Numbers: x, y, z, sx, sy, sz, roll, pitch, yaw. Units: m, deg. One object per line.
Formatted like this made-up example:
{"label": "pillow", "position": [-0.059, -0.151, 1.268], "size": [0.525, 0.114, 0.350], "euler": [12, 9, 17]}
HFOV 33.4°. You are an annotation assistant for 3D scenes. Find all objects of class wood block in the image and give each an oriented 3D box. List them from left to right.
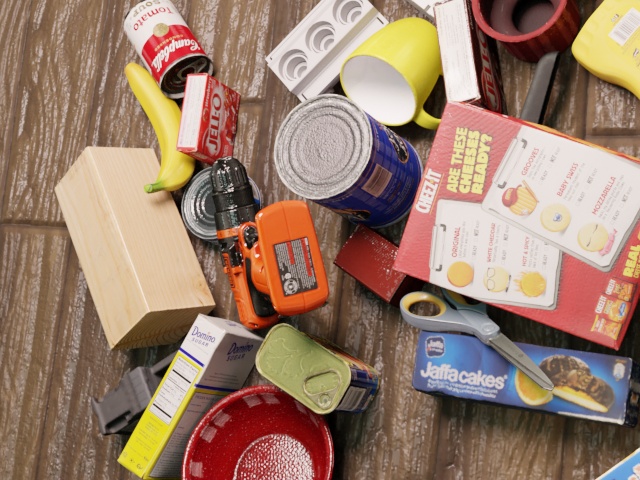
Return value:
{"label": "wood block", "position": [-0.207, 0.006, 1.173], "size": [0.090, 0.090, 0.206], "euler": [-42, 63, 38]}

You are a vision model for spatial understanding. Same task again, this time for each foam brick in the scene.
{"label": "foam brick", "position": [0.062, 0.026, 1.070], "size": [0.078, 0.053, 0.051], "euler": [36, 96, 28]}

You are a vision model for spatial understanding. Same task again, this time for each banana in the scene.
{"label": "banana", "position": [-0.178, -0.124, 1.211], "size": [0.037, 0.069, 0.198], "euler": [-38, 49, 25]}

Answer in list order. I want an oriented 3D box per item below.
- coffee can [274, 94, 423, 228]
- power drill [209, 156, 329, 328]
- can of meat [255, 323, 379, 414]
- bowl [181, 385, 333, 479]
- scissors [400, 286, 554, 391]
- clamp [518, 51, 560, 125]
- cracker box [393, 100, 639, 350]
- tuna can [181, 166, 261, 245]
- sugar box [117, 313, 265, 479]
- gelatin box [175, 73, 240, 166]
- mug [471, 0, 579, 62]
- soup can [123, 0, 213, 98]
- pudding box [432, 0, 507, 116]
{"label": "coffee can", "position": [0.031, -0.075, 1.057], "size": [0.103, 0.140, 0.103], "euler": [-6, 77, 25]}
{"label": "power drill", "position": [-0.057, 0.001, 1.057], "size": [0.057, 0.188, 0.184], "euler": [-16, 95, -17]}
{"label": "can of meat", "position": [0.000, 0.130, 1.061], "size": [0.102, 0.083, 0.057], "euler": [30, 93, 28]}
{"label": "bowl", "position": [-0.056, 0.230, 1.071], "size": [0.162, 0.055, 0.162], "euler": [-9, 62, 16]}
{"label": "scissors", "position": [0.133, 0.086, 0.971], "size": [0.096, 0.016, 0.202], "euler": [-15, 31, -2]}
{"label": "clamp", "position": [0.205, -0.053, 1.023], "size": [0.210, 0.036, 0.165], "euler": [-46, 73, 15]}
{"label": "cracker box", "position": [0.194, -0.018, 0.962], "size": [0.214, 0.072, 0.164], "euler": [20, 101, 12]}
{"label": "tuna can", "position": [-0.110, -0.039, 1.179], "size": [0.086, 0.033, 0.086], "euler": [-6, 77, 25]}
{"label": "sugar box", "position": [-0.132, 0.166, 1.114], "size": [0.048, 0.093, 0.176], "euler": [28, 91, 28]}
{"label": "gelatin box", "position": [-0.123, -0.132, 1.183], "size": [0.030, 0.073, 0.089], "euler": [3, 80, 27]}
{"label": "mug", "position": [0.213, -0.231, 1.034], "size": [0.117, 0.081, 0.093], "euler": [-40, 65, 14]}
{"label": "soup can", "position": [-0.177, -0.224, 1.232], "size": [0.068, 0.068, 0.102], "euler": [-40, 65, 14]}
{"label": "pudding box", "position": [0.148, -0.172, 1.048], "size": [0.039, 0.090, 0.113], "euler": [-15, 73, 23]}
